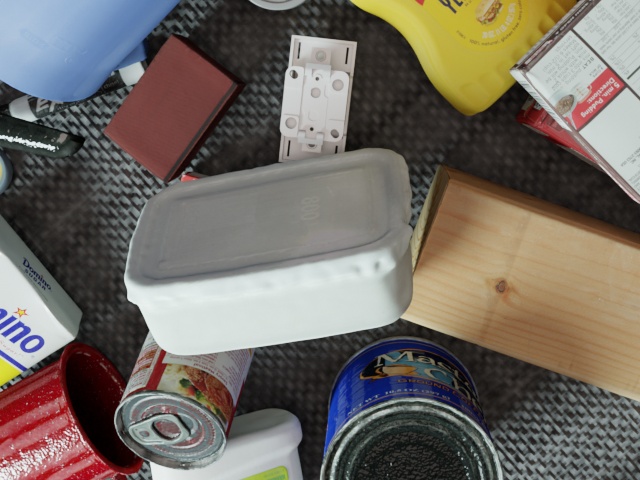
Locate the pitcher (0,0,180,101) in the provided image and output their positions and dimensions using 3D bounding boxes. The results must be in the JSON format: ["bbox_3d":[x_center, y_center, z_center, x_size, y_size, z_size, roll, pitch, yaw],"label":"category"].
[{"bbox_3d":[-0.107,-0.197,0.572,0.243,0.149,0.145,-35,94,30],"label":"pitcher"}]

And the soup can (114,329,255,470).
[{"bbox_3d":[-0.079,0.081,0.661,0.068,0.102,0.068,7,131,8],"label":"soup can"}]

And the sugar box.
[{"bbox_3d":[-0.256,0.068,0.703,0.176,0.048,0.093,-32,112,10],"label":"sugar box"}]

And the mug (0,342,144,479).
[{"bbox_3d":[-0.167,0.136,0.696,0.081,0.093,0.117,-28,94,11],"label":"mug"}]

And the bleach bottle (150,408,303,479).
[{"bbox_3d":[-0.040,0.245,0.701,0.102,0.068,0.251,-13,95,-17],"label":"bleach bottle"}]

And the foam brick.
[{"bbox_3d":[-0.091,-0.084,0.677,0.051,0.053,0.078,36,98,-3],"label":"foam brick"}]

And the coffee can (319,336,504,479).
[{"bbox_3d":[0.053,0.125,0.657,0.103,0.140,0.103,0,99,3],"label":"coffee can"}]

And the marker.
[{"bbox_3d":[-0.170,-0.094,0.696,0.121,0.020,0.020,-20,97,5],"label":"marker"}]

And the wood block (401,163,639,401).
[{"bbox_3d":[0.158,0.031,0.663,0.206,0.090,0.091,20,100,-1],"label":"wood block"}]

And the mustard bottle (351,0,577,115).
[{"bbox_3d":[0.060,-0.174,0.652,0.191,0.058,0.096,45,90,-4],"label":"mustard bottle"}]
